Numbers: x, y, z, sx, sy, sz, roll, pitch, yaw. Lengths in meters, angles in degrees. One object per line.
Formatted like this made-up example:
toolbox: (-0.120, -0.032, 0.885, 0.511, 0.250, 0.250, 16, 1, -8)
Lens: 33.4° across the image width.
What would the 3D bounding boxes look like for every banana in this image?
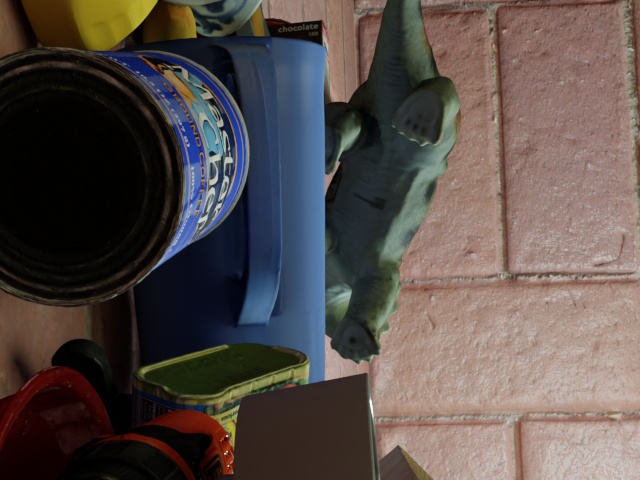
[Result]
banana: (-0.084, -0.117, 0.755, 0.197, 0.070, 0.037, 45, 50, -61)

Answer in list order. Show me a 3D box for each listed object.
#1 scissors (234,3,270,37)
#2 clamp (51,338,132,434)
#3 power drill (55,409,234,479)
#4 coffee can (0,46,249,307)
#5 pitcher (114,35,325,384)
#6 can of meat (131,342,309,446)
scissors: (-0.048, -0.174, 0.813, 0.201, 0.016, 0.096, -93, 167, -56)
clamp: (-0.113, 0.126, 0.542, 0.171, 0.039, 0.120, 74, 29, -70)
power drill: (-0.062, 0.162, 0.390, 0.184, 0.057, 0.187, 3, 85, -83)
coffee can: (-0.094, -0.035, 0.481, 0.140, 0.103, 0.103, -55, 141, -79)
pitcher: (-0.054, 0.001, 0.640, 0.149, 0.145, 0.243, -5, 92, -63)
can of meat: (-0.050, 0.102, 0.535, 0.101, 0.058, 0.084, -11, 108, -53)
